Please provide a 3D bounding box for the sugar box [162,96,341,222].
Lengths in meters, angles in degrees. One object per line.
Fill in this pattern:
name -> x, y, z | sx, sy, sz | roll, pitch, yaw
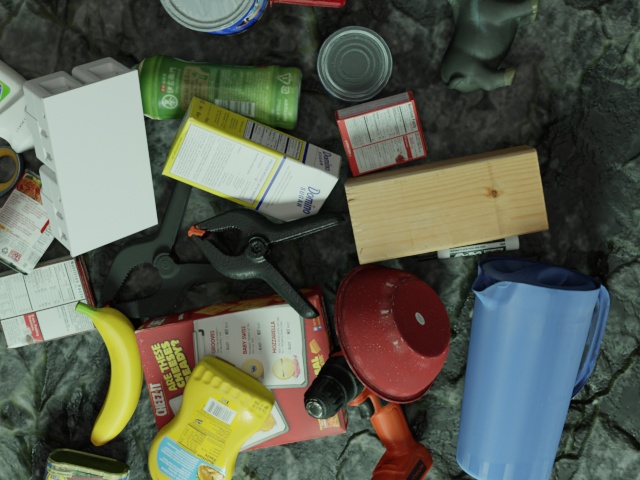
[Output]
sugar box -> -0.075, -0.083, 1.171 | 0.176, 0.048, 0.093 | 20, 135, -14

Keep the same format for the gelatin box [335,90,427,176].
gelatin box -> 0.068, -0.119, 1.187 | 0.089, 0.030, 0.073 | -15, 121, 4

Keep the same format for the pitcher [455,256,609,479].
pitcher -> 0.232, 0.146, 1.191 | 0.149, 0.145, 0.243 | 11, 103, 13

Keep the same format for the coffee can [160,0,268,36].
coffee can -> -0.110, -0.270, 1.128 | 0.103, 0.140, 0.103 | 0, 99, 3

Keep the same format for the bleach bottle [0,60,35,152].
bleach bottle -> -0.400, -0.169, 1.199 | 0.251, 0.068, 0.102 | 34, 99, -5

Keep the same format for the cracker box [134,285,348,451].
cracker box -> -0.087, 0.153, 1.228 | 0.214, 0.072, 0.164 | -11, 98, 5

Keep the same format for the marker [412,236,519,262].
marker -> 0.165, 0.008, 1.219 | 0.121, 0.020, 0.020 | -8, 98, 4

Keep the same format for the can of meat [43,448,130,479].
can of meat -> -0.282, 0.301, 1.269 | 0.102, 0.057, 0.084 | 12, 96, 0

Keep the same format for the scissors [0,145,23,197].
scissors -> -0.388, -0.029, 1.241 | 0.096, 0.016, 0.202 | 0, 98, 8

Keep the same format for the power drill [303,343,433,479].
power drill -> 0.056, 0.201, 1.184 | 0.057, 0.184, 0.187 | -8, 108, 33

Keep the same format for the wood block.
wood block -> 0.136, -0.041, 1.177 | 0.206, 0.090, 0.091 | -10, 97, 5

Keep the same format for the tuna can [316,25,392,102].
tuna can -> 0.038, -0.196, 1.186 | 0.086, 0.033, 0.086 | 0, 99, 3

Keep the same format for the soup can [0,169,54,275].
soup can -> -0.330, -0.019, 1.201 | 0.068, 0.068, 0.102 | 32, 81, -2

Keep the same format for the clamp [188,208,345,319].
clamp -> -0.058, 0.001, 1.176 | 0.171, 0.039, 0.120 | 24, 84, 9

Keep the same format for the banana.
banana -> -0.239, 0.154, 1.239 | 0.069, 0.037, 0.198 | 2, 115, 5

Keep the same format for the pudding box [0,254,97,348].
pudding box -> -0.321, 0.071, 1.244 | 0.113, 0.039, 0.090 | -14, 96, 3

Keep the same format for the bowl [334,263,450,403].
bowl -> 0.091, 0.093, 1.164 | 0.055, 0.161, 0.162 | -28, 98, 42

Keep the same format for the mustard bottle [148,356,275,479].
mustard bottle -> -0.135, 0.230, 1.177 | 0.096, 0.058, 0.192 | 30, 100, 0

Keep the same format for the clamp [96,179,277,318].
clamp -> -0.176, 0.014, 1.228 | 0.210, 0.036, 0.164 | -29, 91, 7
